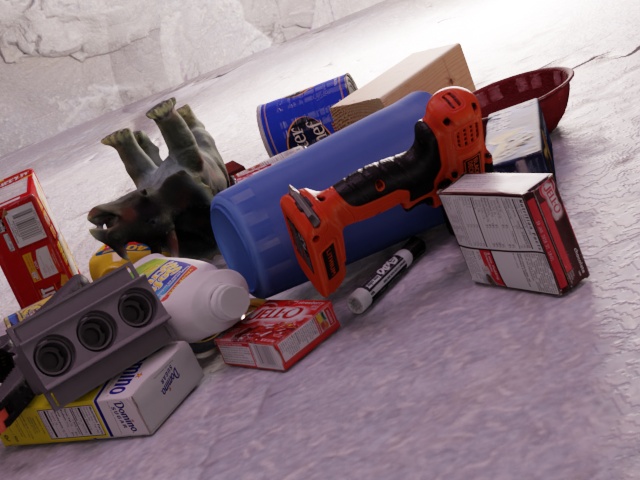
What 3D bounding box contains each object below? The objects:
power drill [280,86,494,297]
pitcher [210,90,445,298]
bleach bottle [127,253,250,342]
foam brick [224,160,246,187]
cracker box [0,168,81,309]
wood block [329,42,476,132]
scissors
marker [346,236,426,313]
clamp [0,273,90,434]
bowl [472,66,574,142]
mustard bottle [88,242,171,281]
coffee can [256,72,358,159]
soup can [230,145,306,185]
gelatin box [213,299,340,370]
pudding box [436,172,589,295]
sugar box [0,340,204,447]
[{"bbox_3d":[0.065,-0.029,0.926,0.187,0.184,0.057,-31,52,-10],"label":"power drill"},{"bbox_3d":[0.021,-0.035,1.033,0.242,0.149,0.145,-25,28,-19],"label":"pitcher"},{"bbox_3d":[-0.130,0.055,1.017,0.102,0.068,0.251,-39,16,-26],"label":"bleach bottle"},{"bbox_3d":[-0.126,-0.075,1.480,0.051,0.053,0.078,-26,17,-11],"label":"foam brick"},{"bbox_3d":[-0.354,0.011,1.321,0.072,0.164,0.214,-23,17,-9],"label":"cracker box"},{"bbox_3d":[0.116,-0.182,1.431,0.090,0.091,0.205,-6,23,42],"label":"wood block"},{"bbox_3d":[-0.102,0.070,1.072,0.096,0.016,0.202,-27,17,-15],"label":"scissors"},{"bbox_3d":[0.063,0.029,0.977,0.020,0.020,0.120,-8,22,41],"label":"marker"},{"bbox_3d":[-0.300,0.109,0.980,0.164,0.036,0.210,-17,28,5],"label":"clamp"},{"bbox_3d":[0.224,-0.146,1.243,0.162,0.055,0.162,-21,17,6],"label":"bowl"},{"bbox_3d":[-0.230,0.023,1.303,0.096,0.058,0.191,-4,20,7],"label":"mustard bottle"},{"bbox_3d":[-0.009,-0.169,1.533,0.140,0.103,0.102,-18,17,13],"label":"coffee can"},{"bbox_3d":[-0.054,-0.071,1.351,0.102,0.068,0.068,-24,17,-7],"label":"soup can"},{"bbox_3d":[-0.039,0.080,0.932,0.073,0.030,0.089,-35,21,-36],"label":"gelatin box"},{"bbox_3d":[0.152,-0.007,0.851,0.039,0.090,0.114,-32,18,-26],"label":"pudding box"},{"bbox_3d":[-0.200,0.136,0.944,0.177,0.048,0.093,-14,20,32],"label":"sugar box"}]
